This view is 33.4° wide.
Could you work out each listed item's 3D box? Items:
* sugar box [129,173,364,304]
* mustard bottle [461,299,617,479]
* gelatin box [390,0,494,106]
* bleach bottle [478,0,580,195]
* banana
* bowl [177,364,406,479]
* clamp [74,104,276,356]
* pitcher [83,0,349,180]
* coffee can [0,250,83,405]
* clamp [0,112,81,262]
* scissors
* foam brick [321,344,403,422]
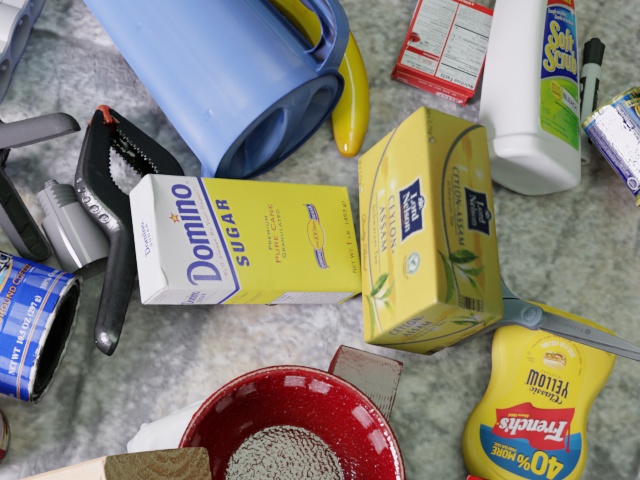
[{"bbox_3d":[-0.055,0.001,0.831,0.175,0.048,0.093,2,68,-33],"label":"sugar box"},{"bbox_3d":[0.164,0.149,0.842,0.096,0.058,0.191,20,73,4],"label":"mustard bottle"},{"bbox_3d":[0.110,-0.172,0.943,0.073,0.030,0.089,20,72,-2],"label":"gelatin box"},{"bbox_3d":[0.182,-0.171,0.919,0.102,0.068,0.251,23,65,-44],"label":"bleach bottle"},{"bbox_3d":[-0.003,-0.166,0.927,0.069,0.037,0.198,-34,79,3],"label":"banana"},{"bbox_3d":[-0.024,0.171,0.751,0.162,0.055,0.162,2,74,-7],"label":"bowl"},{"bbox_3d":[-0.128,-0.016,0.853,0.164,0.036,0.210,-7,65,-35],"label":"clamp"},{"bbox_3d":[-0.096,-0.178,0.867,0.149,0.145,0.243,-36,78,-16],"label":"pitcher"},{"bbox_3d":[-0.262,0.053,0.798,0.140,0.103,0.102,18,73,-1],"label":"coffee can"},{"bbox_3d":[-0.257,-0.073,0.836,0.172,0.039,0.120,34,107,19],"label":"clamp"},{"bbox_3d":[0.149,0.072,0.836,0.202,0.016,0.096,38,88,37],"label":"scissors"},{"bbox_3d":[0.029,0.118,0.825,0.051,0.078,0.053,17,73,0],"label":"foam brick"}]
